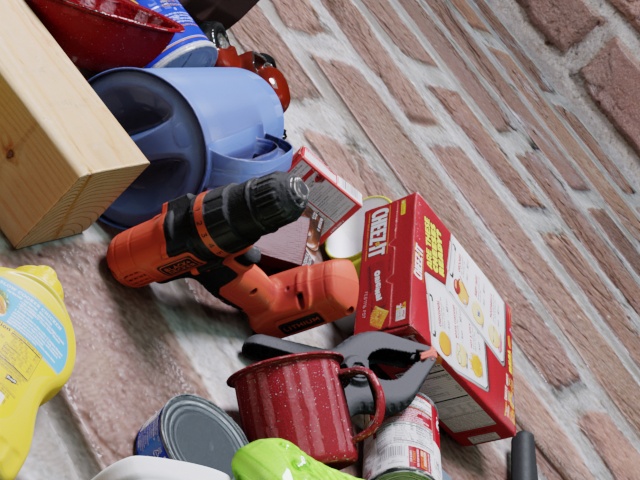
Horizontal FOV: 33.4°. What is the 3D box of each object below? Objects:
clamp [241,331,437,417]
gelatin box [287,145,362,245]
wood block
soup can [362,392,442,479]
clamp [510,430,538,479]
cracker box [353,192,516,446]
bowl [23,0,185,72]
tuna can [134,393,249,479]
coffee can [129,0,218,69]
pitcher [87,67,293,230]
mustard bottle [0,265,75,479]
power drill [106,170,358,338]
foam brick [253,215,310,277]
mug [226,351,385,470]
[{"bbox_3d":[0.026,0.127,0.904,0.171,0.039,0.120,-4,59,-19],"label":"clamp"},{"bbox_3d":[-0.011,-0.046,1.124,0.089,0.073,0.030,39,25,-18],"label":"gelatin box"},{"bbox_3d":[-0.240,-0.106,0.813,0.206,0.091,0.090,52,25,8],"label":"wood block"},{"bbox_3d":[0.070,0.186,0.922,0.068,0.069,0.102,39,26,-20],"label":"soup can"},{"bbox_3d":[0.217,0.285,1.056,0.164,0.036,0.209,53,27,11],"label":"clamp"},{"bbox_3d":[0.118,0.083,1.065,0.213,0.072,0.164,46,36,-37],"label":"cracker box"},{"bbox_3d":[-0.200,-0.182,0.911,0.162,0.055,0.162,18,14,-5],"label":"bowl"},{"bbox_3d":[-0.088,0.153,0.751,0.086,0.034,0.086,37,26,-23],"label":"tuna can"},{"bbox_3d":[-0.182,-0.208,1.046,0.140,0.103,0.102,52,25,9],"label":"coffee can"},{"bbox_3d":[-0.109,-0.092,0.960,0.149,0.145,0.242,56,21,0],"label":"pitcher"},{"bbox_3d":[-0.201,0.069,0.657,0.096,0.058,0.191,40,26,-14],"label":"mustard bottle"},{"bbox_3d":[-0.049,0.015,0.863,0.187,0.185,0.057,34,46,-46],"label":"power drill"},{"bbox_3d":[-0.056,0.001,0.964,0.078,0.053,0.051,17,59,-17],"label":"foam brick"},{"bbox_3d":[-0.007,0.133,0.806,0.093,0.117,0.081,49,26,-69],"label":"mug"}]
